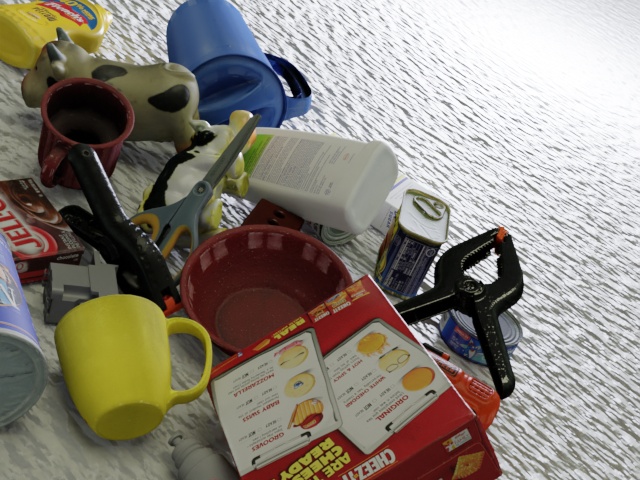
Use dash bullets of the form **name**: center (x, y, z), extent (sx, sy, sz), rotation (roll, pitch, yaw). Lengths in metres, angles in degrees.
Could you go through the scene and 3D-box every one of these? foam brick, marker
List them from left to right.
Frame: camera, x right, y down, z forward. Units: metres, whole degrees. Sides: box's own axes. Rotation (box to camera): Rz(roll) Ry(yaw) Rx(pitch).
- **marker**: center (-0.066, 0.059, 1.038), extent (0.121, 0.020, 0.020), rotation (39, 33, 24)
- **foam brick**: center (-0.057, 0.001, 1.103), extent (0.053, 0.051, 0.078), rotation (26, 30, 3)

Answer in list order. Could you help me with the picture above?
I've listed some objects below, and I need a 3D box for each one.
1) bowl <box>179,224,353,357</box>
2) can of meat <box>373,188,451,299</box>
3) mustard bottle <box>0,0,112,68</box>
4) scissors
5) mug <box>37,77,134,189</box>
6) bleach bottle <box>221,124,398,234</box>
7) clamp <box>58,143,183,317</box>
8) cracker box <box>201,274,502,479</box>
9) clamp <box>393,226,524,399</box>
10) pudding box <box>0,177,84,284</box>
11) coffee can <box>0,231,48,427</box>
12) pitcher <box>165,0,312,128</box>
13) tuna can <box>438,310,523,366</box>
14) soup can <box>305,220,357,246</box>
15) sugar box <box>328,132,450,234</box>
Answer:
- **bowl**: center (-0.050, 0.061, 0.985), extent (0.162, 0.055, 0.162), rotation (6, 46, -6)
- **can of meat**: center (0.100, 0.004, 1.176), extent (0.057, 0.084, 0.102), rotation (22, 30, -3)
- **mustard bottle**: center (-0.327, -0.265, 1.332), extent (0.096, 0.058, 0.191), rotation (33, 31, 16)
- **scissors**: center (-0.135, -0.045, 1.039), extent (0.096, 0.016, 0.201), rotation (13, 70, 20)
- **mug**: center (-0.248, -0.098, 1.085), extent (0.093, 0.082, 0.117), rotation (28, 50, -2)
- **bleach bottle**: center (-0.045, -0.084, 1.171), extent (0.251, 0.068, 0.102), rotation (18, 67, 32)
- **clamp**: center (-0.184, -0.006, 0.967), extent (0.039, 0.120, 0.171), rotation (-36, 68, -28)
- **cracker box**: center (0.014, 0.135, 0.799), extent (0.164, 0.072, 0.214), rotation (-31, 31, -3)
- **clamp**: center (0.141, 0.058, 1.095), extent (0.165, 0.036, 0.209), rotation (17, 48, 13)
- **pudding box**: center (-0.282, -0.008, 0.973), extent (0.089, 0.039, 0.114), rotation (-9, 43, -43)
- **coffee can**: center (-0.272, 0.062, 0.806), extent (0.102, 0.103, 0.140), rotation (3, 36, -31)
- **pitcher**: center (-0.118, -0.214, 1.331), extent (0.149, 0.145, 0.243), rotation (45, 13, -33)
- **tuna can**: center (0.169, 0.095, 1.132), extent (0.086, 0.034, 0.086), rotation (18, 30, -11)
- **soup can**: center (0.002, -0.050, 1.211), extent (0.068, 0.069, 0.102), rotation (-3, 40, -38)
- **sugar box**: center (0.062, -0.062, 1.295), extent (0.176, 0.048, 0.093), rotation (35, 31, 12)
